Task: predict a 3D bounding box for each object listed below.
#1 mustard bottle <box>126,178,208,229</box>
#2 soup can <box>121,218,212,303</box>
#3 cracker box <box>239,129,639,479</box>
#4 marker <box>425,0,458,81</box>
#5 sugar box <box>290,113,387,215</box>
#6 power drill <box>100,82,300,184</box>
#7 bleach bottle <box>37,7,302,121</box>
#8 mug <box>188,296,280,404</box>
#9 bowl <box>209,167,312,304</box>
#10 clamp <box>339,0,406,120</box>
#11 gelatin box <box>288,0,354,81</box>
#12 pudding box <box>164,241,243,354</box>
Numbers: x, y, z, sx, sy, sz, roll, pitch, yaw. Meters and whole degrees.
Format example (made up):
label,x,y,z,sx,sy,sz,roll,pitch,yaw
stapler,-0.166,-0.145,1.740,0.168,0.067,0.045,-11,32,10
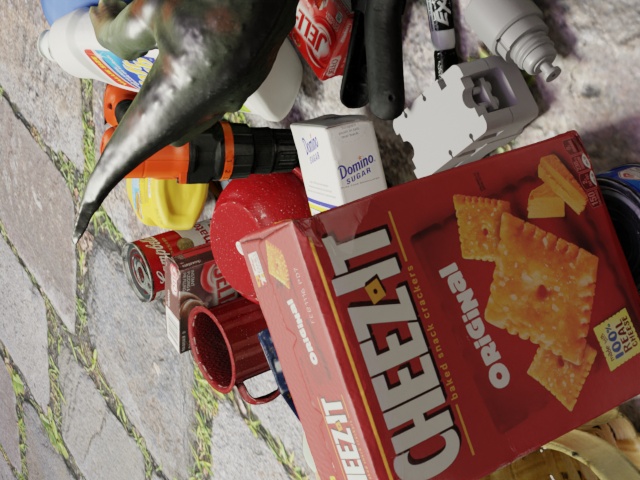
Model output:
label,x,y,z,sx,sy,sz,roll,pitch,yaw
mustard bottle,-0.174,-0.063,1.163,0.192,0.058,0.096,-173,84,-68
soup can,-0.153,0.021,1.152,0.069,0.102,0.068,34,133,46
cracker box,0.083,0.041,0.609,0.072,0.213,0.164,-22,87,59
marker,0.084,-0.168,0.755,0.020,0.020,0.121,13,117,55
sugar box,0.027,-0.011,0.843,0.093,0.048,0.176,-156,53,-70
power drill,-0.122,-0.107,0.997,0.188,0.184,0.057,-131,44,-60
bleach bottle,-0.147,-0.164,0.957,0.251,0.068,0.102,9,156,29
mug,-0.073,0.110,1.092,0.117,0.081,0.093,64,149,12
bowl,-0.057,0.001,1.015,0.162,0.055,0.162,23,122,43
clamp,0.044,-0.167,0.763,0.120,0.039,0.171,-129,40,-64
gelatin box,-0.001,-0.187,0.869,0.089,0.030,0.073,58,147,22
pudding box,-0.117,0.055,1.126,0.039,0.089,0.113,45,141,40
